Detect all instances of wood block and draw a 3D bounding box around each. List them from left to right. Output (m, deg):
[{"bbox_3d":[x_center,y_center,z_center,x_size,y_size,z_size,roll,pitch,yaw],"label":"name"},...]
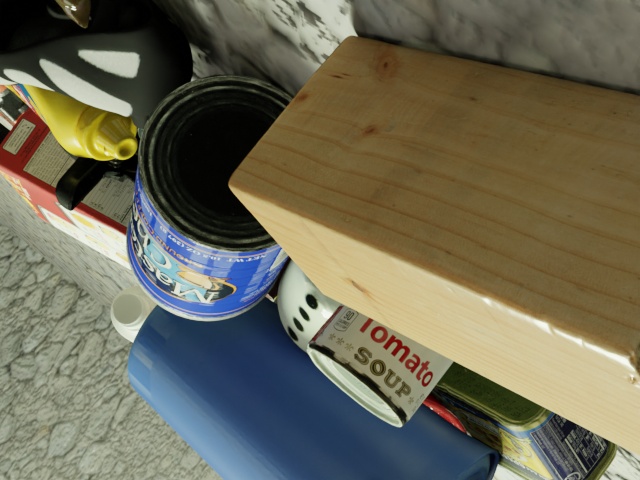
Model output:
[{"bbox_3d":[0.071,-0.003,0.407,0.206,0.090,0.090,24,160,47],"label":"wood block"}]

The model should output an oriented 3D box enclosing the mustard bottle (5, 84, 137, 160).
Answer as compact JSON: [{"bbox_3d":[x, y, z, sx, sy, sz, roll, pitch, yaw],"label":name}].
[{"bbox_3d":[-0.186,-0.109,0.762,0.192,0.058,0.096,39,170,37],"label":"mustard bottle"}]

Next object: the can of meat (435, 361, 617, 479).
[{"bbox_3d":[0.126,0.107,0.679,0.102,0.057,0.084,24,158,49],"label":"can of meat"}]

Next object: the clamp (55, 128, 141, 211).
[{"bbox_3d":[-0.165,-0.064,0.817,0.120,0.039,0.172,7,-155,-40],"label":"clamp"}]

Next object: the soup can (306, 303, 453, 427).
[{"bbox_3d":[0.049,0.040,0.572,0.068,0.102,0.068,38,166,11],"label":"soup can"}]

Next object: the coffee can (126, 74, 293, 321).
[{"bbox_3d":[-0.060,-0.020,0.627,0.103,0.102,0.140,39,158,3],"label":"coffee can"}]

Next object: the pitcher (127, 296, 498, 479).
[{"bbox_3d":[-0.010,0.129,0.723,0.243,0.144,0.149,36,133,25],"label":"pitcher"}]

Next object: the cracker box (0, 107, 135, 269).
[{"bbox_3d":[-0.173,-0.023,0.974,0.214,0.072,0.164,28,166,8],"label":"cracker box"}]

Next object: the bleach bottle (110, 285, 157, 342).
[{"bbox_3d":[-0.148,0.086,1.057,0.103,0.068,0.250,29,174,19],"label":"bleach bottle"}]
